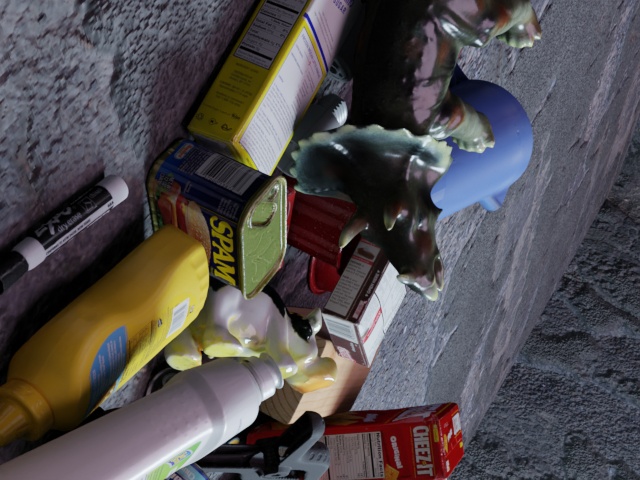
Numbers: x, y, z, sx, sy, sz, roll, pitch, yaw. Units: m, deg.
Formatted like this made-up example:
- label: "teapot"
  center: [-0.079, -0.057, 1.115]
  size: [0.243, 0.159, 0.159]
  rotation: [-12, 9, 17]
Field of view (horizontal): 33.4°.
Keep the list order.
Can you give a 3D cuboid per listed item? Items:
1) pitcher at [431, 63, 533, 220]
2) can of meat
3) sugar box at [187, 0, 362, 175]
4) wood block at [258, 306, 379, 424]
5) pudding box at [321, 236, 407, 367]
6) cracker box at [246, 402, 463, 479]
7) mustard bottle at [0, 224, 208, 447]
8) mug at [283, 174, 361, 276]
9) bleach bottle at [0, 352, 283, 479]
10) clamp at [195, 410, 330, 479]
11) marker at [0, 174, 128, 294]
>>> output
- label: "pitcher"
  center: [0.113, -0.094, 1.118]
  size: [0.242, 0.149, 0.145]
  rotation: [-28, 147, -53]
- label: "can of meat"
  center: [-0.074, -0.017, 0.775]
  size: [0.057, 0.084, 0.102]
  rotation: [-51, 158, -34]
- label: "sugar box"
  center: [-0.030, -0.134, 0.807]
  size: [0.176, 0.048, 0.093]
  rotation: [-64, 163, -13]
- label: "wood block"
  center: [-0.018, 0.125, 1.102]
  size: [0.090, 0.091, 0.206]
  rotation: [-65, 162, 3]
- label: "pudding box"
  center: [0.043, 0.057, 0.991]
  size: [0.090, 0.039, 0.113]
  rotation: [-62, 162, -20]
- label: "cracker box"
  center: [0.042, 0.226, 1.185]
  size: [0.164, 0.214, 0.072]
  rotation: [8, 76, -76]
- label: "mustard bottle"
  center: [-0.152, 0.072, 0.718]
  size: [0.191, 0.058, 0.096]
  rotation: [-45, 164, -45]
- label: "mug"
  center: [0.006, -0.019, 0.994]
  size: [0.093, 0.082, 0.117]
  rotation: [-57, 160, -22]
- label: "bleach bottle"
  center: [-0.135, 0.143, 0.686]
  size: [0.250, 0.068, 0.103]
  rotation: [-27, 167, -28]
- label: "clamp"
  center: [-0.039, 0.203, 1.013]
  size: [0.209, 0.165, 0.036]
  rotation: [35, 43, -58]
- label: "marker"
  center: [-0.163, -0.004, 0.654]
  size: [0.121, 0.020, 0.020]
  rotation: [-46, 154, -44]
